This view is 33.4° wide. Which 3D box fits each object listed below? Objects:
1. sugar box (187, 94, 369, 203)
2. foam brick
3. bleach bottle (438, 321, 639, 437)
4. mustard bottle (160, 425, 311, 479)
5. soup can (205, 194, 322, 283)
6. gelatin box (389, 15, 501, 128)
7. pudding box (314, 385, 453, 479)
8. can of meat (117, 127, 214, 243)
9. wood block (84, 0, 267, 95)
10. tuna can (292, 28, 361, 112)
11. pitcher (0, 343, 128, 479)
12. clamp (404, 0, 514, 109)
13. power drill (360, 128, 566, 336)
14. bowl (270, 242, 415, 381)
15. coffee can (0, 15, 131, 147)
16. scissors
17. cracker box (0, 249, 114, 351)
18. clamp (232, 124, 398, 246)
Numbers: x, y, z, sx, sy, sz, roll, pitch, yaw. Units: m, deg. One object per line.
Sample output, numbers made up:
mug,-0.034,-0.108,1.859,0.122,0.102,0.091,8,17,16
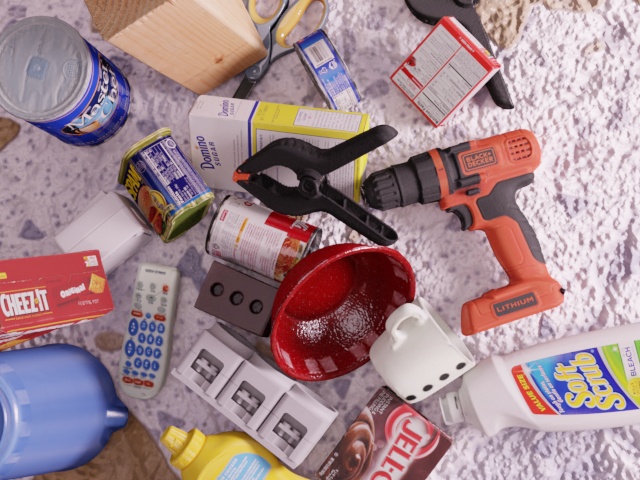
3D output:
sugar box,-0.042,-0.091,1.074,0.176,0.093,0.048,10,41,9
foam brick,-0.081,0.060,1.083,0.078,0.051,0.053,22,87,9
bleach bottle,0.242,0.145,1.031,0.251,0.068,0.102,-14,82,8
mustard bottle,-0.074,0.241,1.031,0.191,0.058,0.096,39,91,-12
soup can,-0.057,0.001,1.078,0.102,0.068,0.068,21,87,9
gelatin box,0.125,-0.169,1.076,0.073,0.030,0.089,48,118,9
pudding box,0.063,0.214,1.056,0.090,0.039,0.113,37,90,8
can of meat,-0.156,-0.053,1.078,0.057,0.102,0.084,-34,84,-22
wood block,-0.140,-0.221,1.030,0.091,0.206,0.090,-29,76,12
tuna can,0.007,-0.170,1.077,0.034,0.086,0.086,-30,82,1
pitcher,-0.299,0.162,1.003,0.149,0.242,0.145,-38,81,2
clamp,0.162,-0.257,1.088,0.210,0.036,0.164,40,99,11
power drill,0.148,-0.005,1.050,0.184,0.057,0.187,-16,84,-3
bowl,0.012,0.059,1.041,0.162,0.162,0.055,-43,47,1
coffee can,-0.260,-0.157,1.081,0.103,0.140,0.103,-1,84,7
scissors,-0.077,-0.196,1.126,0.202,0.016,0.096,-44,80,1
cracker box,-0.332,0.077,1.024,0.214,0.164,0.072,-20,85,26
clamp,0.000,-0.067,1.020,0.171,0.039,0.120,14,112,13
